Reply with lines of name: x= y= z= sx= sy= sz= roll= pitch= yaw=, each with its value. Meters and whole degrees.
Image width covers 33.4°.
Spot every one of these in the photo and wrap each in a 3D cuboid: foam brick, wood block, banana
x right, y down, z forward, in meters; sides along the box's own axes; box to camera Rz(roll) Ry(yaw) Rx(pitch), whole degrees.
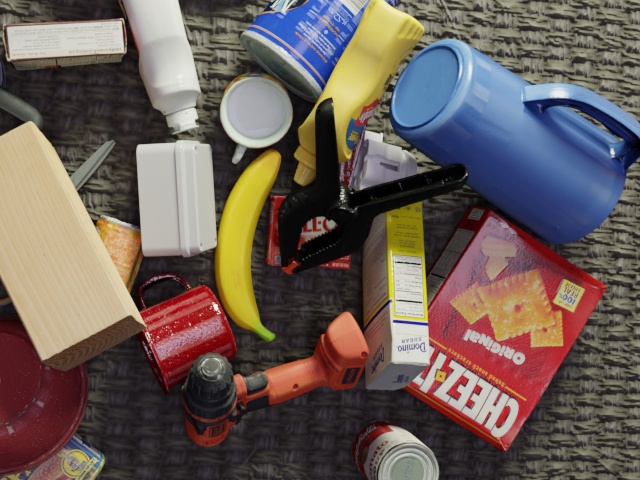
foam brick: x=0.010 y=-0.095 z=1.113 sx=0.051 sy=0.053 sz=0.078 roll=15 pitch=89 yaw=-13
wood block: x=-0.254 y=0.008 z=0.997 sx=0.090 sy=0.090 sz=0.206 roll=-29 pitch=79 yaw=-5
banana: x=-0.075 y=0.005 z=1.100 sx=0.070 sy=0.037 sz=0.198 roll=1 pitch=91 yaw=11

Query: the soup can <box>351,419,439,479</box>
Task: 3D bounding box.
soup can: x=0.078 y=0.233 z=1.123 sx=0.068 sy=0.102 sz=0.068 roll=-1 pitch=94 yaw=-13

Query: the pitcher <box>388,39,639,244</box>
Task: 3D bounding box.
pitcher: x=0.194 y=-0.105 z=1.067 sx=0.242 sy=0.145 sz=0.149 roll=27 pitch=98 yaw=-35

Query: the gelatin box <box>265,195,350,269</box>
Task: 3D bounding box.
gelatin box: x=-0.011 y=-0.009 z=1.125 sx=0.089 sy=0.030 sz=0.073 roll=4 pitch=92 yaw=-13

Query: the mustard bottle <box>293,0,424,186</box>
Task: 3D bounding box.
mustard bottle: x=0.028 y=-0.137 z=1.033 sx=0.058 sy=0.096 sz=0.192 roll=32 pitch=100 yaw=6

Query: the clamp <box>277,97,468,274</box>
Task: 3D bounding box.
clamp: x=0.014 y=-0.043 z=1.027 sx=0.164 sy=0.036 sz=0.210 roll=31 pitch=128 yaw=-26

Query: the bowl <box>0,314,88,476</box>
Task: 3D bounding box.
bowl: x=-0.306 y=0.139 z=1.018 sx=0.162 sy=0.055 sz=0.162 roll=0 pitch=67 yaw=0

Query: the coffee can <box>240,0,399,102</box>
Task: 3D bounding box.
coffee can: x=0.002 y=-0.225 z=1.077 sx=0.102 sy=0.103 sz=0.140 roll=40 pitch=84 yaw=-12

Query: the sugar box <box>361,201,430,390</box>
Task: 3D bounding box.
sugar box: x=0.075 y=0.055 z=1.082 sx=0.048 sy=0.093 sz=0.176 roll=3 pitch=66 yaw=-14

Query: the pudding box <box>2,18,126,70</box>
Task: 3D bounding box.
pudding box: x=-0.245 y=-0.190 z=1.029 sx=0.113 sy=0.090 sz=0.039 roll=-8 pitch=96 yaw=-12

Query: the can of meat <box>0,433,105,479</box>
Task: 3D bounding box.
can of meat: x=-0.278 y=0.230 z=1.066 sx=0.084 sy=0.057 sz=0.102 roll=42 pitch=84 yaw=-14

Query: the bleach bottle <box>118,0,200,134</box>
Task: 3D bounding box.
bleach bottle: x=-0.166 y=-0.228 z=1.038 sx=0.068 sy=0.103 sz=0.251 roll=-17 pitch=96 yaw=-10

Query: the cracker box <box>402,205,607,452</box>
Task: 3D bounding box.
cracker box: x=0.183 y=0.094 z=1.154 sx=0.164 sy=0.072 sz=0.213 roll=33 pitch=87 yaw=-12

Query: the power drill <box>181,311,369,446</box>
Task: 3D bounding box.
power drill: x=-0.048 y=0.133 z=1.061 sx=0.187 sy=0.184 sz=0.057 roll=-18 pitch=68 yaw=-16

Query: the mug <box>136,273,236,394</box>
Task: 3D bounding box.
mug: x=-0.142 y=0.086 z=1.077 sx=0.081 sy=0.093 sz=0.117 roll=-24 pitch=72 yaw=-15

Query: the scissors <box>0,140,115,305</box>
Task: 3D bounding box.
scissors: x=-0.294 y=-0.032 z=1.066 sx=0.096 sy=0.016 sz=0.202 roll=28 pitch=87 yaw=-13
